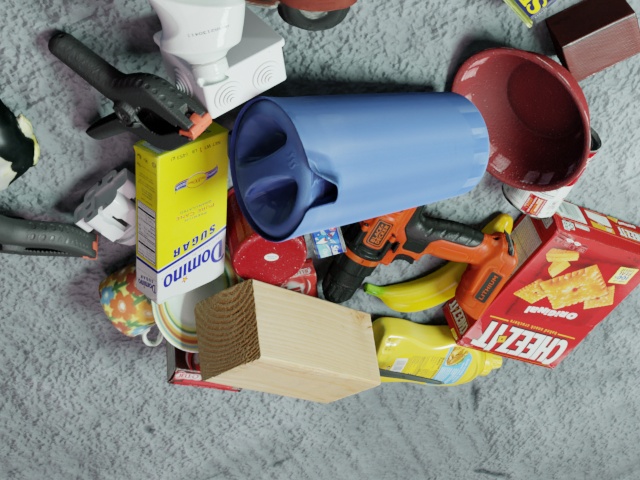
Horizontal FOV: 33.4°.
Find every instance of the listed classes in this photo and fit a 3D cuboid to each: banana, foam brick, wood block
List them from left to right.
[{"bbox_3d":[-0.034,0.117,1.193,0.090,0.091,0.205,-25,152,33],"label":"wood block"},{"bbox_3d":[0.152,0.037,1.276,0.198,0.037,0.069,-29,134,14],"label":"banana"},{"bbox_3d":[0.273,-0.205,1.063,0.078,0.053,0.051,-24,134,11],"label":"foam brick"}]

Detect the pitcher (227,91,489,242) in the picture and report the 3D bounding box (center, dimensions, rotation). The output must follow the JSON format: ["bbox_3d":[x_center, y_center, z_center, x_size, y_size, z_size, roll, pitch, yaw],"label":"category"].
[{"bbox_3d":[0.037,-0.085,1.040,0.242,0.149,0.145,-11,158,-35],"label":"pitcher"}]

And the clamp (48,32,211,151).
[{"bbox_3d":[-0.172,-0.118,0.983,0.039,0.172,0.120,-51,154,-24],"label":"clamp"}]

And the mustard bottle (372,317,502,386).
[{"bbox_3d":[0.147,0.147,1.365,0.191,0.058,0.096,8,132,-21],"label":"mustard bottle"}]

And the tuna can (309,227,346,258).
[{"bbox_3d":[0.001,-0.025,1.142,0.034,0.086,0.086,-15,135,1],"label":"tuna can"}]

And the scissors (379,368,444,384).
[{"bbox_3d":[0.054,0.170,1.321,0.202,0.016,0.096,17,142,15],"label":"scissors"}]

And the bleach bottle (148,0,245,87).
[{"bbox_3d":[-0.125,-0.244,0.849,0.102,0.068,0.251,-14,113,-2],"label":"bleach bottle"}]

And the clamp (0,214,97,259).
[{"bbox_3d":[-0.325,-0.005,1.081,0.165,0.036,0.209,-6,168,40],"label":"clamp"}]

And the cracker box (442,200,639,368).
[{"bbox_3d":[0.279,0.057,1.304,0.164,0.072,0.214,16,128,-27],"label":"cracker box"}]

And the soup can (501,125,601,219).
[{"bbox_3d":[0.251,-0.081,1.165,0.068,0.068,0.102,10,130,-23],"label":"soup can"}]

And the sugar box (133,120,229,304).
[{"bbox_3d":[-0.141,-0.029,1.084,0.093,0.048,0.176,-26,132,-37],"label":"sugar box"}]

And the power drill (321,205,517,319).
[{"bbox_3d":[0.113,0.023,1.212,0.187,0.057,0.185,21,122,-16],"label":"power drill"}]

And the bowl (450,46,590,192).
[{"bbox_3d":[0.212,-0.131,1.079,0.055,0.162,0.162,-39,148,-35],"label":"bowl"}]

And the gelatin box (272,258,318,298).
[{"bbox_3d":[-0.039,0.067,1.259,0.073,0.030,0.089,-11,135,-5],"label":"gelatin box"}]

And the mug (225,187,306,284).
[{"bbox_3d":[-0.058,0.001,1.155,0.093,0.081,0.117,-17,135,2],"label":"mug"}]

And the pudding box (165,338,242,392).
[{"bbox_3d":[-0.130,0.114,1.222,0.089,0.113,0.039,11,137,-25],"label":"pudding box"}]
